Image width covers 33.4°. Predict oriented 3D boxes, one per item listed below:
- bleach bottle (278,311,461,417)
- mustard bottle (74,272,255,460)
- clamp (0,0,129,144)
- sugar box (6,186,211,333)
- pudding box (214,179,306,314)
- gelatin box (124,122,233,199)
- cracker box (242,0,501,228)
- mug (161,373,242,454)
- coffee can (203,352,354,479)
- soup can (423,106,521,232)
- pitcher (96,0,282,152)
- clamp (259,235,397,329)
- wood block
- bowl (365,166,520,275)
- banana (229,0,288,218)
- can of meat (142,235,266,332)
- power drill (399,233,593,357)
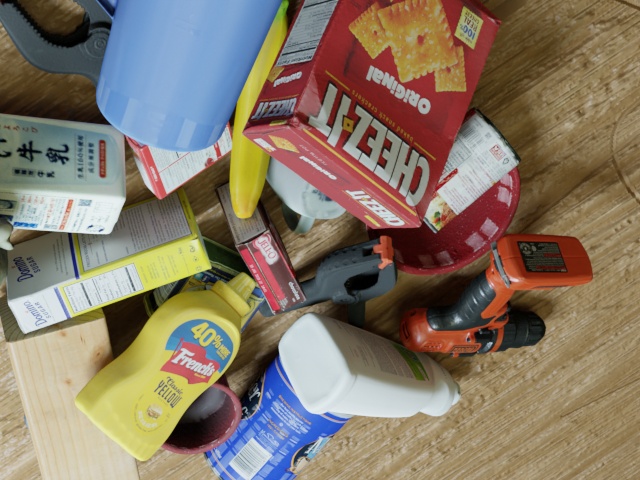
[{"bbox_3d":[0.070,0.146,1.116,0.250,0.103,0.068,22,119,-46],"label":"bleach bottle"},{"bbox_3d":[-0.129,0.105,0.980,0.191,0.058,0.096,-48,132,-12],"label":"mustard bottle"},{"bbox_3d":[-0.176,-0.177,0.889,0.209,0.036,0.165,31,106,-36],"label":"clamp"},{"bbox_3d":[-0.195,0.017,0.971,0.176,0.093,0.048,-21,125,-4],"label":"sugar box"},{"bbox_3d":[-0.056,0.001,0.995,0.039,0.113,0.090,-27,126,-2],"label":"pudding box"},{"bbox_3d":[-0.122,-0.089,0.941,0.089,0.030,0.073,-37,150,-16],"label":"gelatin box"},{"bbox_3d":[0.051,-0.141,0.904,0.164,0.072,0.213,34,69,-33],"label":"cracker box"},{"bbox_3d":[-0.145,0.156,1.082,0.117,0.081,0.093,-2,121,-18],"label":"mug"},{"bbox_3d":[-0.043,0.194,1.127,0.102,0.103,0.140,31,107,-32],"label":"coffee can"},{"bbox_3d":[0.122,-0.065,0.973,0.102,0.068,0.068,-40,125,7],"label":"soup can"},{"bbox_3d":[-0.100,-0.195,0.807,0.144,0.149,0.243,-14,139,-45],"label":"pitcher"},{"bbox_3d":[0.030,0.049,1.067,0.120,0.039,0.172,13,149,-36],"label":"clamp"},{"bbox_3d":[-0.240,0.152,1.026,0.090,0.091,0.206,-15,119,-16],"label":"wood block"},{"bbox_3d":[0.114,-0.047,1.057,0.162,0.055,0.162,-8,123,-13],"label":"bowl"},{"bbox_3d":[-0.057,-0.121,0.940,0.037,0.069,0.198,10,108,1],"label":"banana"},{"bbox_3d":[-0.108,0.051,1.045,0.102,0.057,0.084,27,108,-30],"label":"can of meat"},{"bbox_3d":[0.198,0.064,1.113,0.184,0.057,0.188,0,148,-29],"label":"power drill"}]
